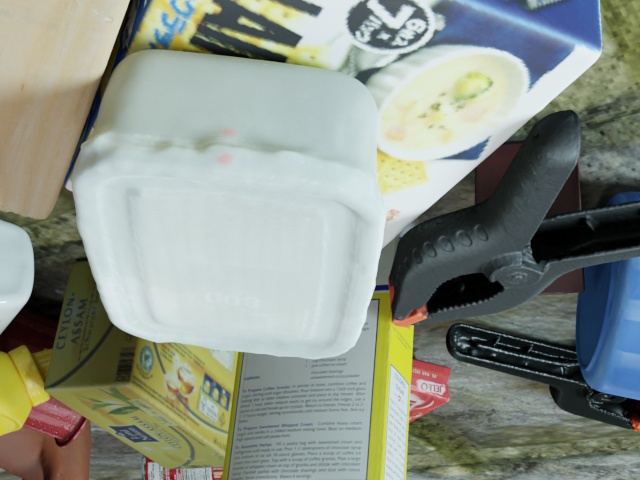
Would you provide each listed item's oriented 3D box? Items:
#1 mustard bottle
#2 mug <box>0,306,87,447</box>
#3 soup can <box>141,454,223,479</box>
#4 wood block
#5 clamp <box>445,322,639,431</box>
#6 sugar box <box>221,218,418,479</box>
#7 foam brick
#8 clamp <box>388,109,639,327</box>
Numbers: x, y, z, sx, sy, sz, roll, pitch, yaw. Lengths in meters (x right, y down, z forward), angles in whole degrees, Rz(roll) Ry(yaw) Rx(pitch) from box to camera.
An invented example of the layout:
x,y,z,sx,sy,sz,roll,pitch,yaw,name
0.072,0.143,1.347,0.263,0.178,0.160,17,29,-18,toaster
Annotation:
x,y,z,sx,sy,sz,roll,pitch,yaw,name
-0.254,0.118,0.690,0.191,0.058,0.096,-24,161,-20,mustard bottle
-0.216,0.094,0.802,0.081,0.093,0.117,26,-178,-23,mug
-0.108,0.213,1.004,0.102,0.068,0.068,-6,149,21,soup can
-0.122,-0.100,0.409,0.090,0.091,0.206,15,150,-17,wood block
0.207,0.090,0.746,0.165,0.036,0.209,-14,147,34,clamp
0.003,0.060,0.587,0.093,0.176,0.048,-6,147,22,sugar box
0.112,-0.011,0.565,0.053,0.051,0.078,-3,150,15,foam brick
0.102,0.002,0.501,0.120,0.039,0.172,20,148,-23,clamp
